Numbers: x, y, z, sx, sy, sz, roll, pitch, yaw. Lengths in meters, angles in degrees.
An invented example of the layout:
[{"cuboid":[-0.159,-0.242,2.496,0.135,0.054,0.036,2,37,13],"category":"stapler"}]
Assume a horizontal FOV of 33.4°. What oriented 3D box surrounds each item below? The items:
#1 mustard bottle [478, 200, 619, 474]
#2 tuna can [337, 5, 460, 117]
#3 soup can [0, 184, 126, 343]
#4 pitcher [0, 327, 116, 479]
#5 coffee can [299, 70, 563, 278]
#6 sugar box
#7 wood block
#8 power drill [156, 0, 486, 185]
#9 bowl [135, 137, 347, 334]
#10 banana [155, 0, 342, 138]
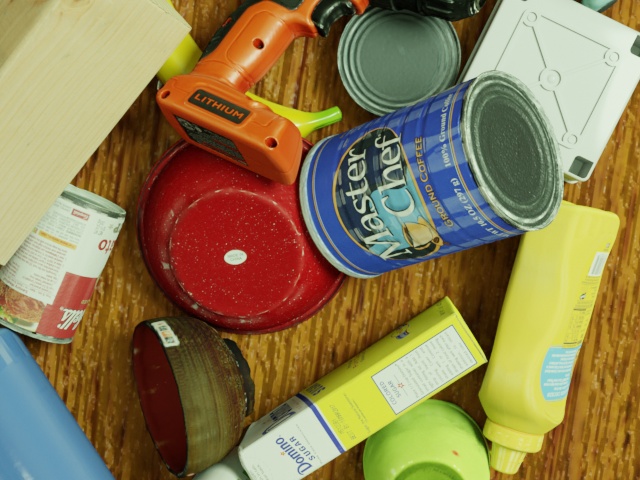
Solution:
[{"cuboid":[0.151,0.067,0.733,0.058,0.096,0.192,17,96,27],"category":"mustard bottle"},{"cuboid":[0.055,-0.128,0.756,0.086,0.033,0.086,0,94,3],"category":"tuna can"},{"cuboid":[-0.189,0.013,0.763,0.068,0.068,0.102,25,94,1],"category":"soup can"},{"cuboid":[-0.211,0.192,0.737,0.145,0.149,0.243,-32,89,44],"category":"pitcher"},{"cuboid":[0.070,-0.039,0.695,0.141,0.102,0.103,-18,93,43],"category":"coffee can"},{"cuboid":[0.028,0.107,0.744,0.176,0.093,0.048,-31,91,4],"category":"sugar box"},{"cuboid":[-0.195,-0.098,0.704,0.206,0.090,0.090,-50,135,11],"category":"wood block"},{"cuboid":[-0.006,-0.132,0.703,0.185,0.057,0.187,24,73,26],"category":"power drill"},{"cuboid":[-0.055,0.001,0.743,0.162,0.055,0.162,1,108,4],"category":"bowl"},{"cuboid":[-0.081,-0.124,0.766,0.198,0.037,0.069,39,73,-2],"category":"banana"}]
